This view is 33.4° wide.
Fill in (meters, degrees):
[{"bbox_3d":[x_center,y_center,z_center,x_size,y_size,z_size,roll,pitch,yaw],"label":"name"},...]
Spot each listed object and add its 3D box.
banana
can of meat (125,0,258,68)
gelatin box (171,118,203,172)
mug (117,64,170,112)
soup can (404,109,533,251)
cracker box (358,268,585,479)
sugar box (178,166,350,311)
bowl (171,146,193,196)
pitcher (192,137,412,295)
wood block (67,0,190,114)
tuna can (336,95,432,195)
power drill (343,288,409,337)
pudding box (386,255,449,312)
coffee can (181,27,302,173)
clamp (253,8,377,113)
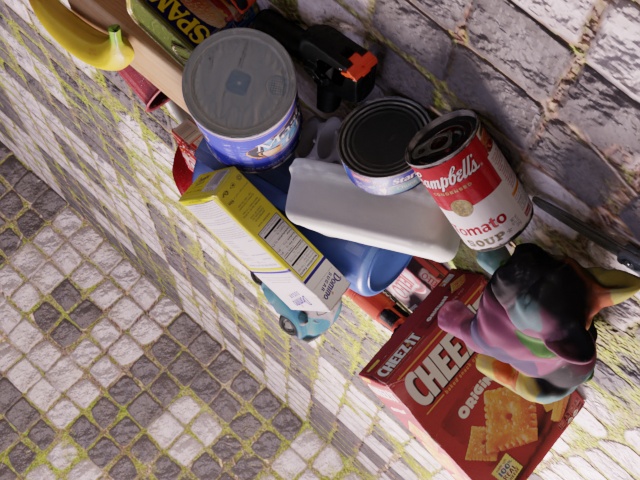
[{"bbox_3d":[-0.246,-0.217,1.122,0.198,0.037,0.069,27,140,44],"label":"banana"},{"bbox_3d":[-0.123,-0.223,1.036,0.102,0.084,0.057,43,166,3],"label":"can of meat"},{"bbox_3d":[-0.135,-0.095,1.283,0.089,0.030,0.073,40,162,35],"label":"gelatin box"},{"bbox_3d":[-0.191,-0.218,1.254,0.081,0.093,0.117,49,135,0],"label":"mug"},{"bbox_3d":[0.125,-0.049,0.886,0.102,0.068,0.069,52,164,-28],"label":"soup can"},{"bbox_3d":[0.171,0.163,1.166,0.213,0.164,0.072,49,163,-21],"label":"cracker box"},{"bbox_3d":[-0.057,0.001,1.099,0.176,0.048,0.093,43,160,-20],"label":"sugar box"},{"bbox_3d":[-0.150,-0.077,1.430,0.162,0.055,0.162,55,-166,-21],"label":"bowl"},{"bbox_3d":[-0.018,-0.044,1.160,0.243,0.149,0.145,33,144,25],"label":"pitcher"},{"bbox_3d":[-0.167,-0.227,1.131,0.206,0.090,0.090,40,165,16],"label":"wood block"},{"bbox_3d":[0.059,-0.082,0.935,0.086,0.086,0.033,36,165,29],"label":"tuna can"},{"bbox_3d":[0.072,0.088,1.343,0.188,0.057,0.184,39,-177,18],"label":"power drill"},{"bbox_3d":[0.099,0.035,1.250,0.090,0.039,0.113,42,166,3],"label":"pudding box"},{"bbox_3d":[-0.070,-0.128,1.010,0.103,0.103,0.140,42,174,7],"label":"coffee can"},{"bbox_3d":[-0.003,-0.167,0.962,0.120,0.039,0.172,42,169,-15],"label":"clamp"}]
